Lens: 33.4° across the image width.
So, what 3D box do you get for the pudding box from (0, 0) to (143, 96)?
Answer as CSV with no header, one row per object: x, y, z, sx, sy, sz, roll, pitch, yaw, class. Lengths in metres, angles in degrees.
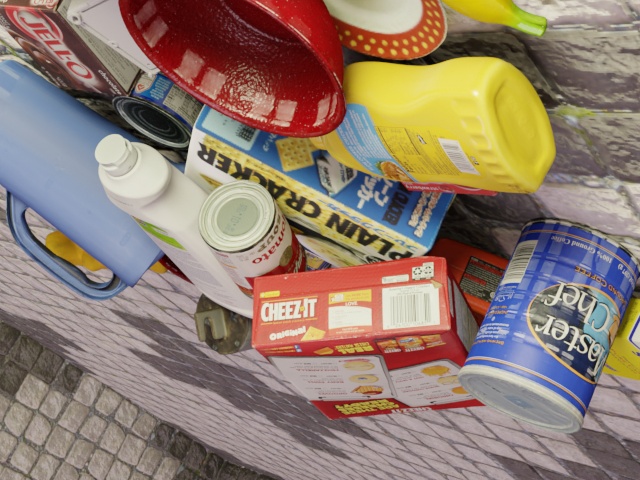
-0.216,-0.173,0.907,0.090,0.039,0.113,13,158,34,pudding box

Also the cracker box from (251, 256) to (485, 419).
0.053,0.090,0.931,0.164,0.072,0.213,-7,154,16,cracker box

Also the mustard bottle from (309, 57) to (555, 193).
0.056,-0.078,0.716,0.192,0.058,0.096,8,150,45,mustard bottle

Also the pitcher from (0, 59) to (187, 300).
-0.251,-0.062,1.077,0.242,0.149,0.145,35,146,-7,pitcher

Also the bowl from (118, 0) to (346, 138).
-0.045,-0.134,0.681,0.162,0.055,0.162,25,160,10,bowl

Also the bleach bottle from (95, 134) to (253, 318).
-0.117,-0.015,0.956,0.103,0.068,0.250,20,162,31,bleach bottle

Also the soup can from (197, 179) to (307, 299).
-0.056,0.001,0.898,0.069,0.068,0.102,19,160,23,soup can

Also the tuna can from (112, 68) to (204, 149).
-0.144,-0.118,0.963,0.086,0.033,0.086,24,162,8,tuna can

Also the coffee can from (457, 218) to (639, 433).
0.183,0.068,0.853,0.103,0.140,0.103,24,162,8,coffee can

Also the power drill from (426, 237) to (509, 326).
0.129,0.057,1.036,0.184,0.057,0.187,20,164,7,power drill
